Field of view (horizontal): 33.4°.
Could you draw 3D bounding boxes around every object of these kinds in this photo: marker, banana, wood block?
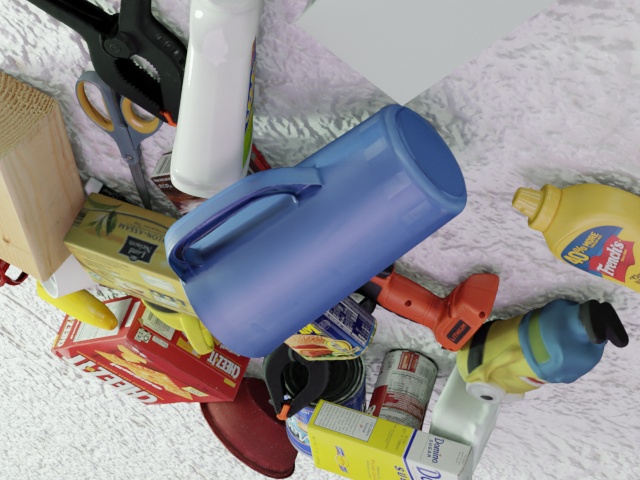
[{"bbox_3d":[-0.200,-0.030,1.152,0.121,0.020,0.020,32,145,-16],"label":"marker"},{"bbox_3d":[-0.303,0.068,1.291,0.069,0.037,0.198,30,172,-30],"label":"banana"},{"bbox_3d":[-0.308,-0.062,1.086,0.091,0.090,0.206,27,149,17],"label":"wood block"}]

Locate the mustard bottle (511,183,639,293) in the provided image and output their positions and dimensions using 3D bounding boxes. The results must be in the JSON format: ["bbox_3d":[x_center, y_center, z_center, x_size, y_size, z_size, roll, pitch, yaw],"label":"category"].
[{"bbox_3d":[0.254,-0.002,0.912,0.191,0.058,0.096,23,152,-2],"label":"mustard bottle"}]

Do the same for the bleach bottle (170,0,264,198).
[{"bbox_3d":[-0.079,-0.143,0.850,0.068,0.102,0.251,9,148,-4],"label":"bleach bottle"}]

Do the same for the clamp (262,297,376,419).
[{"bbox_3d":[-0.007,0.116,1.166,0.120,0.039,0.171,11,103,12],"label":"clamp"}]

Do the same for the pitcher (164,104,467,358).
[{"bbox_3d":[-0.005,-0.013,0.914,0.243,0.149,0.145,-35,94,26],"label":"pitcher"}]

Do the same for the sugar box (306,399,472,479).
[{"bbox_3d":[0.076,0.237,1.163,0.176,0.048,0.093,16,144,22],"label":"sugar box"}]

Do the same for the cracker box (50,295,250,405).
[{"bbox_3d":[-0.215,0.142,1.329,0.164,0.072,0.214,36,151,-28],"label":"cracker box"}]

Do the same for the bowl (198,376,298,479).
[{"bbox_3d":[-0.078,0.228,1.372,0.162,0.162,0.055,36,105,-22],"label":"bowl"}]

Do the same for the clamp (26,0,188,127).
[{"bbox_3d":[-0.180,-0.179,0.913,0.165,0.036,0.210,4,143,24],"label":"clamp"}]

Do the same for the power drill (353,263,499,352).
[{"bbox_3d":[0.077,0.032,1.059,0.187,0.057,0.185,24,151,0],"label":"power drill"}]

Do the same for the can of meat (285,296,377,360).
[{"bbox_3d":[-0.006,0.078,1.078,0.102,0.057,0.083,-7,142,45],"label":"can of meat"}]

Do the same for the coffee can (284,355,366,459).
[{"bbox_3d":[0.005,0.188,1.276,0.103,0.102,0.140,12,146,12],"label":"coffee can"}]

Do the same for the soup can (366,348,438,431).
[{"bbox_3d":[0.092,0.184,1.223,0.068,0.102,0.068,14,146,10],"label":"soup can"}]

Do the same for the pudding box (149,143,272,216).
[{"bbox_3d":[-0.096,-0.052,1.046,0.114,0.039,0.090,-4,141,33],"label":"pudding box"}]

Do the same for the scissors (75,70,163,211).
[{"bbox_3d":[-0.174,-0.091,1.055,0.096,0.016,0.201,3,143,25],"label":"scissors"}]
